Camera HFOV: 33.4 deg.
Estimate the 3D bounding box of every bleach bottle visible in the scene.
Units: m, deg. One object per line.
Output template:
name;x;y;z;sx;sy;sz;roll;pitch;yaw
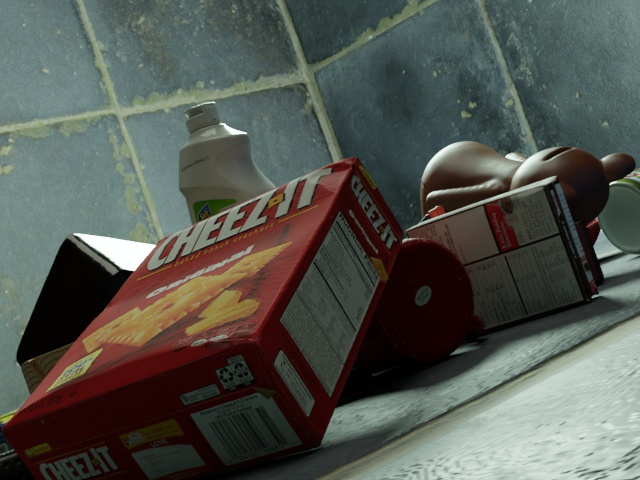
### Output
bleach bottle;-0.056;0.001;0.911;0.103;0.251;0.068;-21;-3;32

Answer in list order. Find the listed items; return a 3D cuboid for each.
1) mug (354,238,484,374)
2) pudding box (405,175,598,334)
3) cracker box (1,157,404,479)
mug;0.058;0.047;0.717;0.117;0.093;0.082;23;-17;-24
pudding box;0.128;0.015;0.758;0.114;0.090;0.039;-20;0;28
cracker box;-0.056;0.046;0.607;0.164;0.072;0.213;-21;21;26
